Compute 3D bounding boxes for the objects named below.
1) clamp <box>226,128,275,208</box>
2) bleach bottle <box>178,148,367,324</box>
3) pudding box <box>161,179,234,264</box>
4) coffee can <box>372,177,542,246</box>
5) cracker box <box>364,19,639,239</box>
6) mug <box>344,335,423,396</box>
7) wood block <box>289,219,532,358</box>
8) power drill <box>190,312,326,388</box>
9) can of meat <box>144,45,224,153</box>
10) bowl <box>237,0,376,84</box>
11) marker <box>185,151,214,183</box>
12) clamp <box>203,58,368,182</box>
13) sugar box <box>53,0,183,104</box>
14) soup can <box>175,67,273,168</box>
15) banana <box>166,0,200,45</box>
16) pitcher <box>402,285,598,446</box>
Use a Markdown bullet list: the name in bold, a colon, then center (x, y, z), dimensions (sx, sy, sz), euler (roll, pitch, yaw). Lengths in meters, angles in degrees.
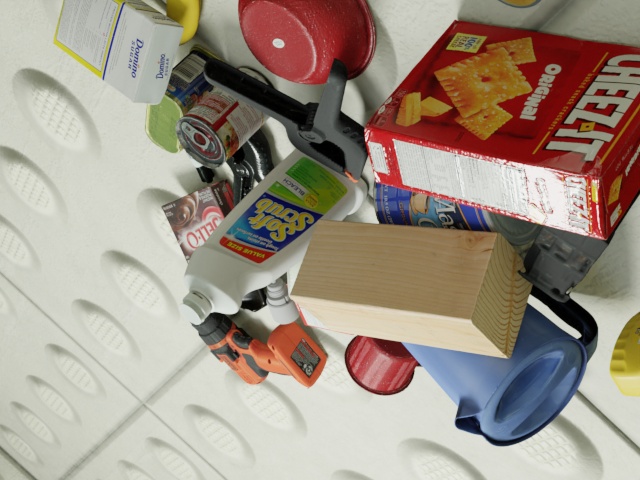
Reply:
- **clamp**: center (-0.089, -0.089, 1.281), dimensions (0.120, 0.039, 0.171), euler (-4, 123, 42)
- **bleach bottle**: center (-0.058, 0.001, 1.154), dimensions (0.102, 0.250, 0.068), euler (39, 148, 4)
- **pudding box**: center (-0.147, -0.022, 1.389), dimensions (0.114, 0.039, 0.090), euler (-17, 99, 48)
- **coffee can**: center (0.136, -0.045, 1.036), dimensions (0.141, 0.102, 0.102), euler (-1, 128, 47)
- **cracker box**: center (0.167, -0.101, 0.881), dimensions (0.214, 0.164, 0.072), euler (17, 142, 34)
- **mug**: center (0.096, 0.134, 1.315), dimensions (0.117, 0.093, 0.082), euler (11, 142, -9)
- **wood block**: center (0.086, 0.044, 1.028), dimensions (0.206, 0.090, 0.090), euler (5, 155, 38)
- **power drill**: center (-0.095, 0.146, 1.532), dimensions (0.188, 0.057, 0.184), euler (2, 141, 48)
- **can of meat**: center (-0.154, -0.159, 1.222), dimensions (0.057, 0.083, 0.102), euler (34, 147, 11)
- **bowl**: center (-0.027, -0.211, 1.055), dimensions (0.162, 0.055, 0.162), euler (28, 146, 21)
- **marker**: center (-0.165, -0.122, 1.337), dimensions (0.020, 0.020, 0.121), euler (5, 133, 43)
- **clamp**: center (0.000, -0.123, 1.084), dimensions (0.165, 0.036, 0.209), euler (4, 155, 41)
- **sugar box**: center (-0.225, -0.226, 1.179), dimensions (0.176, 0.048, 0.093), euler (36, 116, 35)
- **soup can**: center (-0.102, -0.137, 1.176), dimensions (0.069, 0.102, 0.068), euler (27, 145, 21)
- **banana**: center (-0.158, -0.273, 1.135), dimensions (0.070, 0.037, 0.198), euler (30, 146, 16)
- **pitcher**: center (0.156, 0.083, 1.106), dimensions (0.149, 0.145, 0.243), euler (14, -157, -44)
